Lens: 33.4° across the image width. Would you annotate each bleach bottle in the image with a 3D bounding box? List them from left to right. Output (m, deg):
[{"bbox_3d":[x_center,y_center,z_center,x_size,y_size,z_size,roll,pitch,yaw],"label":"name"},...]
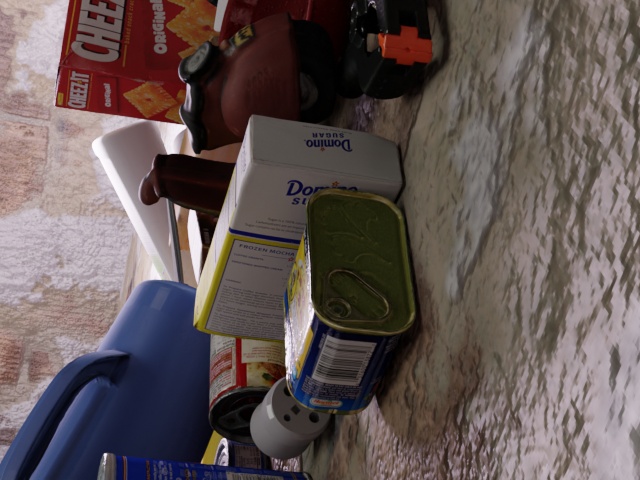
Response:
[{"bbox_3d":[-0.158,-0.002,1.123,0.251,0.068,0.103,67,166,-8],"label":"bleach bottle"}]

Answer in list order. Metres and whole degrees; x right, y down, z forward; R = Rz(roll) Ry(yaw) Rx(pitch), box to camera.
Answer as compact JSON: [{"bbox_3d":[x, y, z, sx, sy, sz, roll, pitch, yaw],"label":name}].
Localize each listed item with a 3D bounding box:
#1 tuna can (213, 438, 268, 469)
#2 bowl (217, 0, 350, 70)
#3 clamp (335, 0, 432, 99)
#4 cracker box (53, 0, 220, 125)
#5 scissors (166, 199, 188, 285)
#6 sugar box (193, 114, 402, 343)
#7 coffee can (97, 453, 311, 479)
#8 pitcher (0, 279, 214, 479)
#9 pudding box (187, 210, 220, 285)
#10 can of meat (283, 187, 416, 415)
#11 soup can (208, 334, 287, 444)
[{"bbox_3d":[-0.069,0.208,0.891,0.086,0.033,0.086,-172,90,-77],"label":"tuna can"},{"bbox_3d":[-0.023,-0.159,0.823,0.162,0.055,0.162,-29,56,55],"label":"bowl"},{"bbox_3d":[0.036,-0.141,0.643,0.171,0.039,0.120,-134,43,-74],"label":"clamp"},{"bbox_3d":[-0.152,-0.201,1.088,0.072,0.213,0.164,116,158,-53],"label":"cracker box"},{"bbox_3d":[-0.134,0.063,1.000,0.096,0.016,0.202,139,122,-62],"label":"scissors"},{"bbox_3d":[-0.019,0.000,0.680,0.176,0.093,0.048,113,160,-46],"label":"sugar box"},{"bbox_3d":[-0.083,0.201,0.720,0.103,0.140,0.103,-172,90,-77],"label":"coffee can"},{"bbox_3d":[-0.155,0.151,0.849,0.242,0.145,0.149,-66,8,-24],"label":"pitcher"},{"bbox_3d":[-0.056,0.001,0.836,0.113,0.090,0.039,-109,29,-62],"label":"pudding box"},{"bbox_3d":[0.012,0.036,0.605,0.084,0.057,0.102,108,164,-45],"label":"can of meat"},{"bbox_3d":[-0.050,0.092,0.806,0.102,0.068,0.069,-95,18,-45],"label":"soup can"}]
